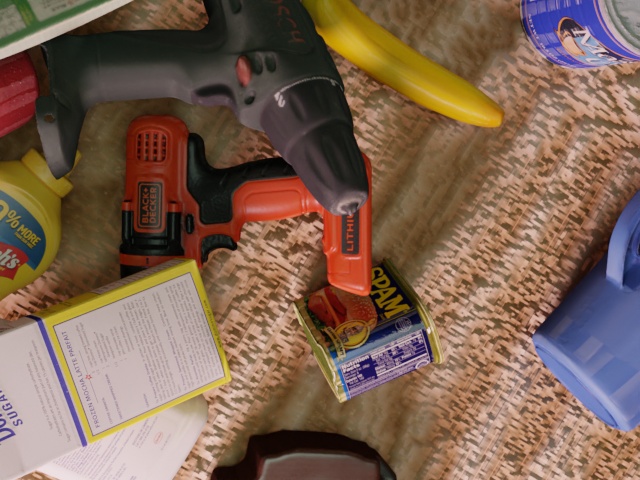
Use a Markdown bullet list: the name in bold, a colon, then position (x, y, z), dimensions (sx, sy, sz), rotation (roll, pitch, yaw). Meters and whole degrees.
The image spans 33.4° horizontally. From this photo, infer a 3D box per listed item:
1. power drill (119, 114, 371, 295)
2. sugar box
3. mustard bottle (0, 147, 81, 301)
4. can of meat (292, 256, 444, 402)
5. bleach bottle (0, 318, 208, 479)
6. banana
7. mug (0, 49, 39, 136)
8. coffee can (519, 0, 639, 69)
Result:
- **power drill**: position (-0.055, 0.001, 0.784), dimensions (0.187, 0.057, 0.184), rotation (1, 95, 2)
- **sugar box**: position (-0.154, 0.084, 0.713), dimensions (0.176, 0.048, 0.093), rotation (-21, 99, -23)
- **mustard bottle**: position (-0.243, 0.001, 0.762), dimensions (0.191, 0.058, 0.096), rotation (-47, 113, -5)
- **can of meat**: position (0.034, 0.067, 0.810), dimensions (0.084, 0.102, 0.057), rotation (-23, 122, -7)
- **bleach bottle**: position (-0.206, 0.099, 0.746), dimensions (0.250, 0.068, 0.102), rotation (33, 89, -29)
- **banana**: position (0.053, -0.139, 0.808), dimensions (0.197, 0.070, 0.037), rotation (31, 90, -27)
- **mug**: position (-0.251, -0.094, 0.733), dimensions (0.093, 0.117, 0.081), rotation (36, 42, 13)
- **coffee can**: position (0.225, -0.184, 0.805), dimensions (0.102, 0.140, 0.103), rotation (-1, 96, -13)
